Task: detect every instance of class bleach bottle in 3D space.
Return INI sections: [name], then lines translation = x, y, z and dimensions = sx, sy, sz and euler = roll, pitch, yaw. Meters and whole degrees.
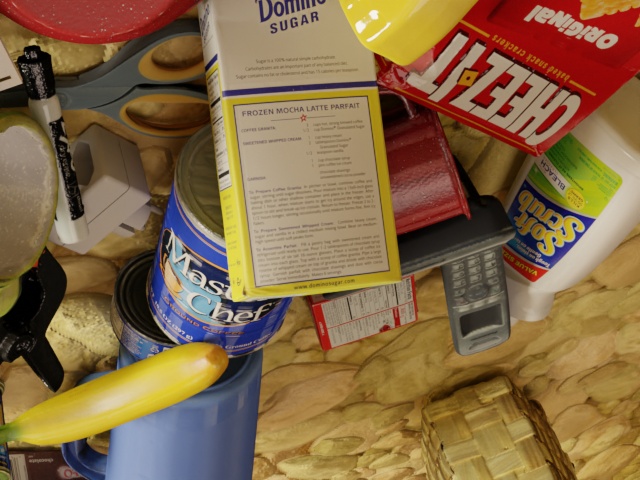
[bleach bottle]
translation = 0.186, -0.010, 0.815
dimensions = 0.068, 0.103, 0.251
euler = -24, 151, -31

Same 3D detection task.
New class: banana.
[banana]
translation = -0.134, 0.108, 0.727
dimensions = 0.198, 0.037, 0.069
euler = -23, -177, 21

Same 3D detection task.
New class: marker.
[marker]
translation = -0.154, -0.054, 0.614
dimensions = 0.020, 0.020, 0.121
euler = -12, 121, -11

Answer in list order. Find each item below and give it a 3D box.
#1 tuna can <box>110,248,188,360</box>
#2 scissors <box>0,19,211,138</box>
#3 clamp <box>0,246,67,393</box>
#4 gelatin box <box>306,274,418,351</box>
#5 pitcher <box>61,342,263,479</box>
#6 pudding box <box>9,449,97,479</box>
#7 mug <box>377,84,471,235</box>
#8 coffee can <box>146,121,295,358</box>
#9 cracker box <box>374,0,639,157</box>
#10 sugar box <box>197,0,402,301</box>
[tuna can]
translation = -0.107, 0.048, 0.767
dimensions = 0.086, 0.086, 0.034
euler = -3, 143, -22
[scissors]
translation = -0.140, -0.098, 0.617
dimensions = 0.201, 0.016, 0.096
euler = 6, 136, -31
[clamp]
translation = -0.198, 0.060, 0.693
dimensions = 0.120, 0.039, 0.172
euler = -29, 151, -59
[gelatin box]
translation = 0.035, 0.050, 0.885
dimensions = 0.089, 0.030, 0.073
euler = -18, 143, -3
[pitcher]
translation = -0.123, 0.153, 0.878
dimensions = 0.149, 0.145, 0.243
euler = -18, 143, -25
[pudding box]
translation = -0.271, 0.227, 0.968
dimensions = 0.113, 0.039, 0.090
euler = 7, 137, -32
[mug]
translation = 0.044, -0.054, 0.707
dimensions = 0.081, 0.093, 0.117
euler = -19, 131, 7
[coffee can]
translation = -0.055, 0.001, 0.700
dimensions = 0.102, 0.103, 0.140
euler = -5, 149, -20
[cracker box]
translation = 0.147, -0.156, 0.628
dimensions = 0.163, 0.072, 0.214
euler = 17, 131, -40
[sugar box]
translation = -0.013, -0.058, 0.603
dimensions = 0.093, 0.176, 0.048
euler = -5, 175, -17
